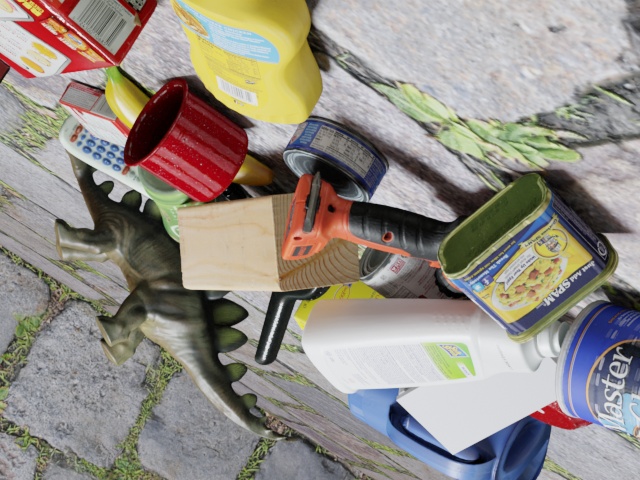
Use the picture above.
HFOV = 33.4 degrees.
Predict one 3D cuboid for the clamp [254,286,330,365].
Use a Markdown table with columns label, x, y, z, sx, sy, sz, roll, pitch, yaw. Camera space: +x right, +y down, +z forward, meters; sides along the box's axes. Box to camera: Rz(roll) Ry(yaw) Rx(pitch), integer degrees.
| label | x | y | z | sx | sy | sz | roll | pitch | yaw |
| --- | --- | --- | --- | --- | --- | --- | --- | --- | --- |
| clamp | -0.043 | 0.023 | 1.167 | 0.210 | 0.036 | 0.164 | -44 | 65 | 43 |

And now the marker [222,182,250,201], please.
| label | x | y | z | sx | sy | sz | roll | pitch | yaw |
| --- | --- | --- | --- | --- | --- | --- | --- | --- | --- |
| marker | -0.070 | -0.028 | 1.210 | 0.020 | 0.020 | 0.121 | 14 | 158 | 46 |

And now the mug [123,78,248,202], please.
| label | x | y | z | sx | sy | sz | roll | pitch | yaw |
| --- | --- | --- | --- | --- | --- | --- | --- | --- | --- |
| mug | -0.128 | -0.085 | 0.985 | 0.081 | 0.093 | 0.117 | 33 | 146 | -30 |

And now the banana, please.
| label | x | y | z | sx | sy | sz | roll | pitch | yaw |
| --- | --- | --- | --- | --- | --- | --- | --- | --- | --- |
| banana | -0.138 | -0.104 | 1.054 | 0.197 | 0.037 | 0.070 | 33 | 165 | -11 |

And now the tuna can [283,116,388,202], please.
| label | x | y | z | sx | sy | sz | roll | pitch | yaw |
| --- | --- | --- | --- | --- | --- | --- | --- | --- | --- |
| tuna can | 0.012 | -0.066 | 0.901 | 0.086 | 0.033 | 0.086 | 28 | 165 | 8 |

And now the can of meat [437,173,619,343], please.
| label | x | y | z | sx | sy | sz | roll | pitch | yaw |
| --- | --- | --- | --- | --- | --- | --- | --- | --- | --- |
| can of meat | 0.148 | 0.012 | 0.774 | 0.083 | 0.102 | 0.057 | 40 | -161 | -26 |

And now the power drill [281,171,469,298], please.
| label | x | y | z | sx | sy | sz | roll | pitch | yaw |
| --- | --- | --- | --- | --- | --- | --- | --- | --- | --- |
| power drill | 0.064 | 0.002 | 0.894 | 0.187 | 0.057 | 0.184 | 10 | 164 | -3 |

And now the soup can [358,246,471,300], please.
| label | x | y | z | sx | sy | sz | roll | pitch | yaw |
| --- | --- | --- | --- | --- | --- | --- | --- | --- | --- |
| soup can | 0.094 | 0.037 | 1.017 | 0.102 | 0.068 | 0.069 | 35 | 165 | -16 |

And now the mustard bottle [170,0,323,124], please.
| label | x | y | z | sx | sy | sz | roll | pitch | yaw |
| --- | --- | --- | --- | --- | --- | --- | --- | --- | --- |
| mustard bottle | -0.052 | -0.147 | 0.707 | 0.096 | 0.058 | 0.191 | 27 | 165 | 13 |

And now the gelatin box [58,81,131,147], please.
| label | x | y | z | sx | sy | sz | roll | pitch | yaw |
| --- | --- | --- | --- | --- | --- | --- | --- | --- | --- |
| gelatin box | -0.226 | -0.131 | 1.146 | 0.089 | 0.030 | 0.073 | 21 | 164 | 31 |

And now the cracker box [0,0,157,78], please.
| label | x | y | z | sx | sy | sz | roll | pitch | yaw |
| --- | --- | --- | --- | --- | --- | --- | --- | --- | --- |
| cracker box | -0.247 | -0.209 | 0.851 | 0.164 | 0.072 | 0.214 | 39 | 163 | -30 |

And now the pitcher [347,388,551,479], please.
| label | x | y | z | sx | sy | sz | roll | pitch | yaw |
| --- | --- | --- | --- | --- | --- | --- | --- | --- | --- |
| pitcher | 0.148 | 0.216 | 1.302 | 0.243 | 0.145 | 0.149 | 22 | 159 | 36 |

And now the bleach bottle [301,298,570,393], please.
| label | x | y | z | sx | sy | sz | roll | pitch | yaw |
| --- | --- | --- | --- | --- | --- | --- | --- | --- | --- |
| bleach bottle | 0.108 | 0.094 | 0.965 | 0.251 | 0.068 | 0.102 | -4 | 140 | 38 |

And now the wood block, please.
| label | x | y | z | sx | sy | sz | roll | pitch | yaw |
| --- | --- | --- | --- | --- | --- | --- | --- | --- | --- |
| wood block | -0.057 | 0.002 | 1.059 | 0.090 | 0.090 | 0.206 | -6 | -178 | -32 |
